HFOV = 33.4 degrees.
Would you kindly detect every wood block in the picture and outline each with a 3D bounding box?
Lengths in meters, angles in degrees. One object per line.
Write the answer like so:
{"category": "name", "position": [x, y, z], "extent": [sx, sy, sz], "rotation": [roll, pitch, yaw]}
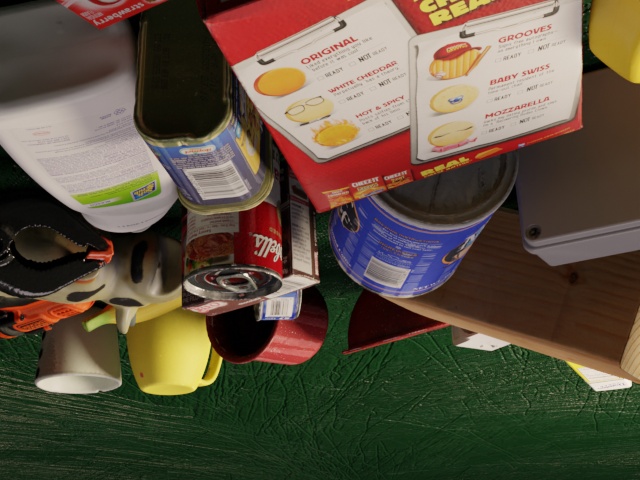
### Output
{"category": "wood block", "position": [0.157, 0.033, 0.790], "extent": [0.206, 0.091, 0.090], "rotation": [16, 174, 41]}

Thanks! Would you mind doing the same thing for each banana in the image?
{"category": "banana", "position": [-0.124, 0.040, 0.947], "extent": [0.198, 0.037, 0.069], "rotation": [-26, -168, 32]}

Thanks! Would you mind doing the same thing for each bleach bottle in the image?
{"category": "bleach bottle", "position": [-0.145, -0.058, 0.675], "extent": [0.102, 0.068, 0.251], "rotation": [-12, 161, -4]}

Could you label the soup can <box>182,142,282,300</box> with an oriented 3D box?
{"category": "soup can", "position": [-0.061, -0.017, 0.741], "extent": [0.068, 0.102, 0.068], "rotation": [-2, 159, -1]}

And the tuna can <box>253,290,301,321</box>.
{"category": "tuna can", "position": [-0.036, 0.022, 0.869], "extent": [0.033, 0.086, 0.086], "rotation": [0, 159, -8]}

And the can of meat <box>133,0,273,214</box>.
{"category": "can of meat", "position": [-0.063, -0.078, 0.585], "extent": [0.057, 0.102, 0.084], "rotation": [-5, 157, 9]}

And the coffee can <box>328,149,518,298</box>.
{"category": "coffee can", "position": [0.064, -0.031, 0.714], "extent": [0.102, 0.103, 0.140], "rotation": [0, 159, -6]}

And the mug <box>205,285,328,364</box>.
{"category": "mug", "position": [-0.055, 0.069, 1.004], "extent": [0.117, 0.093, 0.081], "rotation": [21, -177, 40]}

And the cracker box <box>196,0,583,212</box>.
{"category": "cracker box", "position": [0.044, -0.105, 0.537], "extent": [0.164, 0.072, 0.213], "rotation": [-17, 156, 7]}

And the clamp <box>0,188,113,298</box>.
{"category": "clamp", "position": [-0.236, 0.008, 0.753], "extent": [0.171, 0.120, 0.039], "rotation": [16, -164, -12]}

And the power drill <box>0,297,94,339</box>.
{"category": "power drill", "position": [-0.321, 0.044, 0.944], "extent": [0.185, 0.057, 0.187], "rotation": [-19, 156, 30]}

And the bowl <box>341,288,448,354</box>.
{"category": "bowl", "position": [0.090, 0.058, 0.977], "extent": [0.162, 0.055, 0.162], "rotation": [-15, 174, -2]}

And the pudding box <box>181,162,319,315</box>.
{"category": "pudding box", "position": [-0.055, 0.001, 0.806], "extent": [0.114, 0.090, 0.039], "rotation": [-17, 156, 32]}
